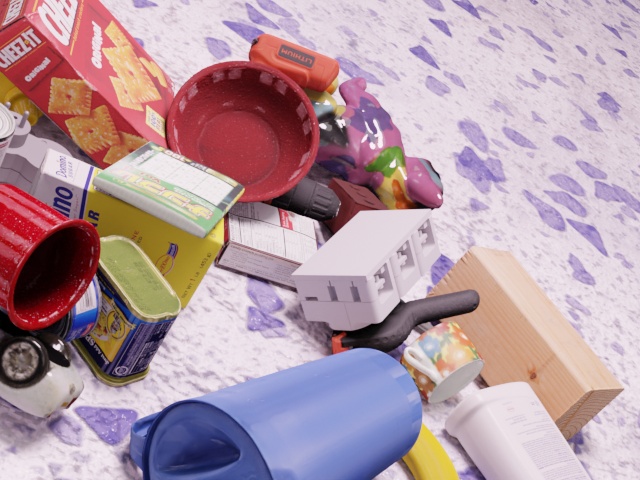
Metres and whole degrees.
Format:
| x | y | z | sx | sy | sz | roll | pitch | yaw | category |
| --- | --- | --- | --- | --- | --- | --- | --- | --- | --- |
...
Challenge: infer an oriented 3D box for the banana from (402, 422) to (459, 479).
| x | y | z | sx | sy | sz | roll | pitch | yaw | category |
| --- | --- | --- | --- | --- | --- | --- | --- | --- | --- |
| 0.075 | 0.189 | 1.005 | 0.069 | 0.037 | 0.198 | -5 | 49 | -46 | banana |

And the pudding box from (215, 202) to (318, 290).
| x | y | z | sx | sy | sz | roll | pitch | yaw | category |
| --- | --- | --- | --- | --- | --- | --- | --- | --- | --- |
| -0.057 | 0.001 | 1.138 | 0.113 | 0.039 | 0.090 | 17 | 36 | -20 | pudding box |

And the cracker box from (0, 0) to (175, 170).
| x | y | z | sx | sy | sz | roll | pitch | yaw | category |
| --- | --- | --- | --- | --- | --- | --- | --- | --- | --- |
| -0.241 | -0.180 | 1.108 | 0.213 | 0.072 | 0.164 | 48 | 22 | -34 | cracker box |

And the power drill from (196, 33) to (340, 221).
| x | y | z | sx | sy | sz | roll | pitch | yaw | category |
| --- | --- | --- | --- | --- | --- | --- | --- | --- | --- |
| -0.042 | -0.128 | 1.211 | 0.184 | 0.057 | 0.187 | 22 | 72 | -5 | power drill |

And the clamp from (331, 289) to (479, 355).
| x | y | z | sx | sy | sz | roll | pitch | yaw | category |
| --- | --- | --- | --- | --- | --- | --- | --- | --- | --- |
| 0.069 | 0.072 | 1.123 | 0.171 | 0.039 | 0.120 | -21 | 27 | -30 | clamp |

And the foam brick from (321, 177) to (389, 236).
| x | y | z | sx | sy | sz | roll | pitch | yaw | category |
| --- | --- | --- | --- | --- | --- | --- | --- | --- | --- |
| 0.038 | -0.031 | 1.232 | 0.052 | 0.051 | 0.078 | 15 | 18 | -29 | foam brick |

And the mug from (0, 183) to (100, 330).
| x | y | z | sx | sy | sz | roll | pitch | yaw | category |
| --- | --- | --- | --- | --- | --- | --- | --- | --- | --- |
| -0.228 | 0.016 | 0.817 | 0.082 | 0.117 | 0.093 | 29 | 56 | 23 | mug |

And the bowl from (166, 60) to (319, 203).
| x | y | z | sx | sy | sz | roll | pitch | yaw | category |
| --- | --- | --- | --- | --- | --- | --- | --- | --- | --- |
| -0.085 | -0.108 | 1.140 | 0.162 | 0.055 | 0.162 | 3 | 72 | -10 | bowl |

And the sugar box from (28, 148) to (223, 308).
| x | y | z | sx | sy | sz | roll | pitch | yaw | category |
| --- | --- | --- | --- | --- | --- | --- | --- | --- | --- |
| -0.187 | -0.008 | 0.987 | 0.176 | 0.093 | 0.048 | 20 | 34 | -18 | sugar box |

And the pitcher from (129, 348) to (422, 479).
| x | y | z | sx | sy | sz | roll | pitch | yaw | category |
| --- | --- | --- | --- | --- | --- | --- | --- | --- | --- |
| -0.028 | 0.163 | 0.881 | 0.242 | 0.145 | 0.149 | -14 | 67 | -54 | pitcher |

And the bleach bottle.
| x | y | z | sx | sy | sz | roll | pitch | yaw | category |
| --- | --- | --- | --- | --- | --- | --- | --- | --- | --- |
| 0.226 | 0.256 | 1.027 | 0.102 | 0.068 | 0.251 | -5 | 51 | -39 | bleach bottle |

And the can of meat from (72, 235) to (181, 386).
| x | y | z | sx | sy | sz | roll | pitch | yaw | category |
| --- | --- | --- | --- | --- | --- | --- | --- | --- | --- |
| -0.174 | 0.058 | 0.917 | 0.057 | 0.084 | 0.102 | -13 | 54 | -49 | can of meat |

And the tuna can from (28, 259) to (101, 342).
| x | y | z | sx | sy | sz | roll | pitch | yaw | category |
| --- | --- | --- | --- | --- | --- | --- | --- | --- | --- |
| -0.224 | 0.045 | 0.890 | 0.086 | 0.086 | 0.033 | 46 | 36 | 19 | tuna can |

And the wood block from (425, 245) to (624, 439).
| x | y | z | sx | sy | sz | roll | pitch | yaw | category |
| --- | --- | --- | --- | --- | --- | --- | --- | --- | --- |
| 0.220 | 0.112 | 1.174 | 0.090 | 0.091 | 0.206 | 7 | 40 | -50 | wood block |
